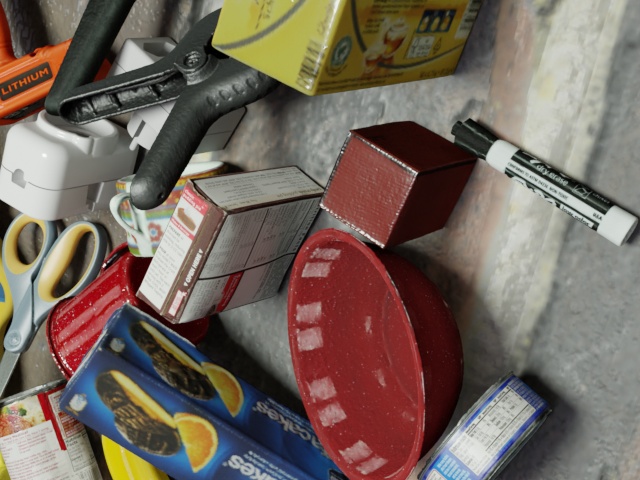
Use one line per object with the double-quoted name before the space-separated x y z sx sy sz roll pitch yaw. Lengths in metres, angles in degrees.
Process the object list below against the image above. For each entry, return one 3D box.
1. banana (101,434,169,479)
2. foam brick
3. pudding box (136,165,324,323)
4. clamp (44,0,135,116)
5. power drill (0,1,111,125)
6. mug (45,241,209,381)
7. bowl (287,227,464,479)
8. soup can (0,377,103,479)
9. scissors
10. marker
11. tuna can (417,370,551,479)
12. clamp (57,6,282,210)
"banana" -0.116 0.194 0.810 0.070 0.037 0.198 -34 82 32
"foam brick" 0.046 -0.035 0.636 0.053 0.078 0.051 34 117 24
"pudding box" -0.055 0.001 0.685 0.039 0.113 0.090 37 116 22
"clamp" -0.135 -0.204 0.699 0.210 0.036 0.164 -34 85 12
"power drill" -0.223 -0.190 0.767 0.184 0.057 0.187 -25 91 10
"mug" -0.136 0.050 0.771 0.082 0.093 0.117 -38 44 27
"bowl" 0.039 0.068 0.653 0.162 0.055 0.162 33 128 55
"soup can" -0.218 0.168 0.851 0.069 0.068 0.102 -20 90 34
"scissors" -0.241 0.060 0.826 0.096 0.016 0.202 39 93 24
"marker" 0.127 -0.036 0.619 0.121 0.020 0.020 35 116 22
"tuna can" 0.098 0.120 0.631 0.034 0.086 0.086 41 119 17
"clamp" -0.074 -0.092 0.662 0.171 0.039 0.120 -33 57 -1
